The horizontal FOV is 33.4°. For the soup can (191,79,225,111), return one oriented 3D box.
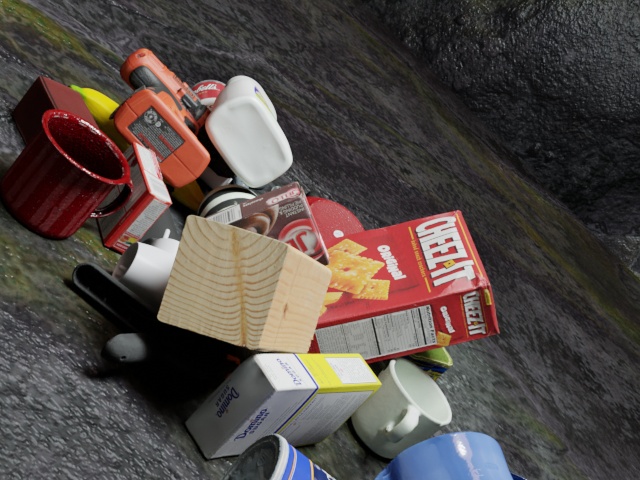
[{"bbox_3d":[-0.138,-0.152,1.362,0.068,0.069,0.102,34,22,-27],"label":"soup can"}]

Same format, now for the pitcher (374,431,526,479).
[{"bbox_3d":[0.147,0.295,0.910,0.145,0.149,0.243,59,6,-49],"label":"pitcher"}]

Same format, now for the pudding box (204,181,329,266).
[{"bbox_3d":[-0.057,0.001,1.095,0.039,0.113,0.090,-102,171,-58],"label":"pudding box"}]

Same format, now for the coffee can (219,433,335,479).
[{"bbox_3d":[-0.009,0.224,0.786,0.140,0.103,0.102,39,20,-14],"label":"coffee can"}]

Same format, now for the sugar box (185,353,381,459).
[{"bbox_3d":[-0.029,0.141,0.933,0.176,0.093,0.048,13,35,-56],"label":"sugar box"}]

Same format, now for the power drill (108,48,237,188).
[{"bbox_3d":[-0.154,-0.120,1.166,0.184,0.057,0.187,45,11,-16],"label":"power drill"}]

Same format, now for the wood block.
[{"bbox_3d":[-0.059,0.045,0.941,0.090,0.091,0.206,16,-4,12],"label":"wood block"}]

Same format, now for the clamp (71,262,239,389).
[{"bbox_3d":[-0.134,0.089,0.910,0.171,0.039,0.120,32,21,-31],"label":"clamp"}]

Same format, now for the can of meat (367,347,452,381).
[{"bbox_3d":[0.085,0.140,1.176,0.101,0.084,0.057,20,30,-48],"label":"can of meat"}]

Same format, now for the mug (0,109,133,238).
[{"bbox_3d":[-0.224,-0.053,0.963,0.117,0.082,0.093,22,29,-46],"label":"mug"}]

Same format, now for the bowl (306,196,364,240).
[{"bbox_3d":[0.006,0.004,1.271,0.162,0.055,0.162,24,45,-26],"label":"bowl"}]

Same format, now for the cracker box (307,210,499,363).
[{"bbox_3d":[0.065,0.052,1.134,0.164,0.213,0.072,-99,175,-60],"label":"cracker box"}]

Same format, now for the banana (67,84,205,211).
[{"bbox_3d":[-0.204,-0.104,1.174,0.197,0.037,0.069,41,16,-20],"label":"banana"}]

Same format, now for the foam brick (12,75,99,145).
[{"bbox_3d":[-0.261,-0.114,1.060,0.051,0.053,0.078,18,33,-51],"label":"foam brick"}]

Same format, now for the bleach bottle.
[{"bbox_3d":[-0.086,-0.145,1.225,0.102,0.068,0.251,57,6,-21],"label":"bleach bottle"}]

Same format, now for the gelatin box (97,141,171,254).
[{"bbox_3d":[-0.184,-0.042,1.032,0.030,0.073,0.089,29,23,-39],"label":"gelatin box"}]
